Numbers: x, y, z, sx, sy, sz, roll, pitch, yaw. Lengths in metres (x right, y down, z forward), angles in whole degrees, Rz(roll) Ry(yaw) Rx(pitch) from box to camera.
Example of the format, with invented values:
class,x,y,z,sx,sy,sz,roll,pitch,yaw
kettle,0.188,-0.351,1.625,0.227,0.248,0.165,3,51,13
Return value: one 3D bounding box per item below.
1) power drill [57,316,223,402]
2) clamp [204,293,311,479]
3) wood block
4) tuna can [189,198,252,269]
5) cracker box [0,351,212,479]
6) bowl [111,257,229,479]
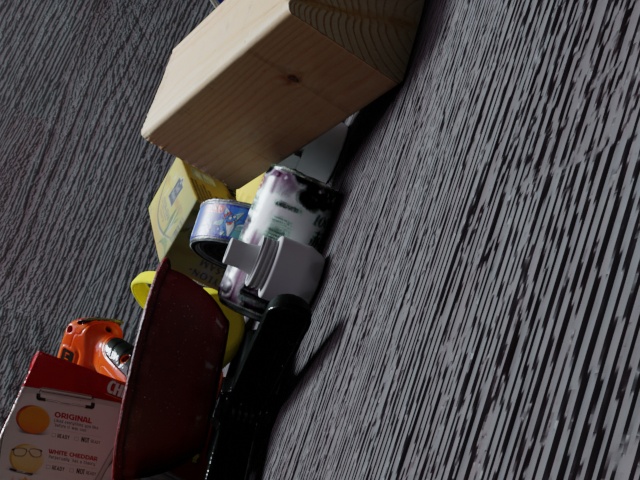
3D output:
class,x,y,z,sx,sy,sz,roll,pitch,yaw
power drill,-0.172,0.163,0.957,0.188,0.057,0.184,26,101,40
clamp,-0.050,0.114,0.655,0.210,0.036,0.164,150,139,-82
wood block,-0.031,-0.122,0.739,0.207,0.090,0.090,-27,41,52
tuna can,-0.055,0.001,0.811,0.086,0.086,0.033,134,154,-71
cracker box,-0.171,0.206,0.775,0.213,0.164,0.072,-77,13,-45
bowl,-0.098,0.095,0.739,0.162,0.055,0.162,-170,92,-88
